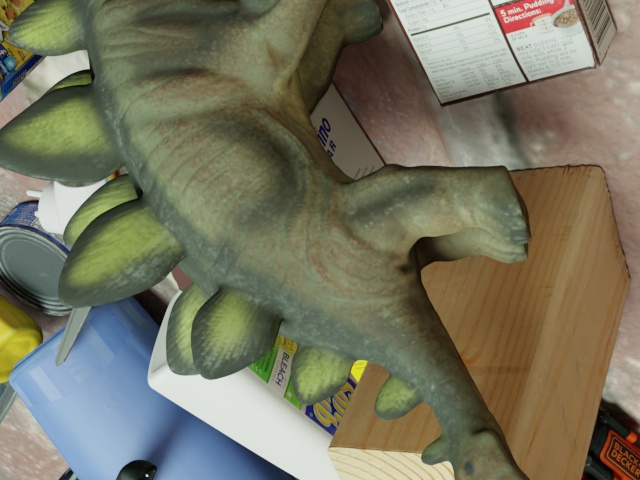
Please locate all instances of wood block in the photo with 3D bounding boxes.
[{"bbox_3d":[0.091,0.059,0.550,0.091,0.205,0.090,-2,128,30],"label":"wood block"}]

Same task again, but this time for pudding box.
[{"bbox_3d":[0.077,-0.126,0.508,0.090,0.039,0.113,-10,123,35],"label":"pudding box"}]

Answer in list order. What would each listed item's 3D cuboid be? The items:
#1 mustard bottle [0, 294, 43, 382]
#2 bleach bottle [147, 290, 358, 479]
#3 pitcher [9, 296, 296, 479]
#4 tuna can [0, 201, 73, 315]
[{"bbox_3d":[-0.298,0.025,0.811,0.192,0.058,0.096,41,170,9],"label":"mustard bottle"},{"bbox_3d":[0.001,0.123,0.751,0.250,0.102,0.068,37,124,-20],"label":"bleach bottle"},{"bbox_3d":[-0.105,0.152,0.788,0.145,0.149,0.243,-34,95,42],"label":"pitcher"},{"bbox_3d":[-0.202,0.013,0.787,0.086,0.033,0.086,15,135,15],"label":"tuna can"}]
